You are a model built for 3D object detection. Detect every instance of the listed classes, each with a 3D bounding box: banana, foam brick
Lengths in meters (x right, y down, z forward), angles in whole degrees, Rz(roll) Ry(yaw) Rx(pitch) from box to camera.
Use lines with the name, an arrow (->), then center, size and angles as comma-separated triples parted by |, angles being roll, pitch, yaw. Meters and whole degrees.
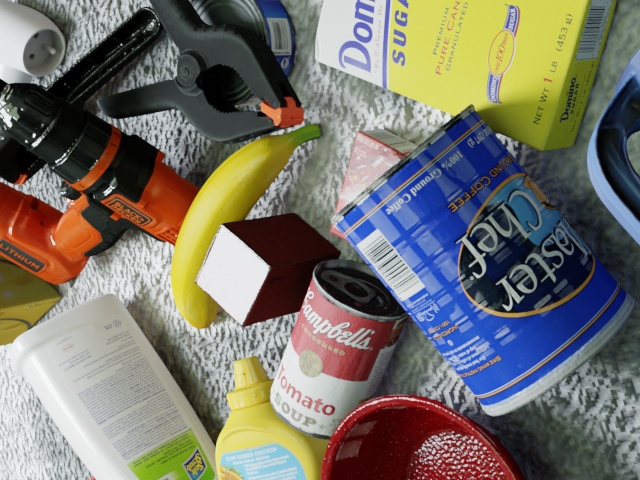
banana -> -0.068, -0.004, 0.759 | 0.198, 0.069, 0.037 | -56, 41, 32
foam brick -> -0.035, 0.018, 0.733 | 0.051, 0.078, 0.053 | 40, 118, 27

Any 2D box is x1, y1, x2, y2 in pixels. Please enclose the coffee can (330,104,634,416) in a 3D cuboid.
coffee can -> 0.089, 0.011, 0.593 | 0.140, 0.102, 0.103 | 51, 126, 1

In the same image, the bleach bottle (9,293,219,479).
bleach bottle -> -0.137, 0.166, 0.827 | 0.251, 0.102, 0.068 | 54, 155, 18

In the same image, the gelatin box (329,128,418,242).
gelatin box -> 0.054, -0.022, 0.683 | 0.089, 0.030, 0.073 | 29, 115, 32

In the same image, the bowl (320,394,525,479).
bowl -> 0.078, 0.171, 0.682 | 0.162, 0.055, 0.162 | 8, 103, 38

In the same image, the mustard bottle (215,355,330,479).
mustard bottle -> -0.028, 0.177, 0.767 | 0.096, 0.058, 0.191 | -19, 86, 38

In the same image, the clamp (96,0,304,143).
clamp -> -0.082, -0.125, 0.725 | 0.172, 0.039, 0.120 | 19, 114, 29

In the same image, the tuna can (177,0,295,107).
tuna can -> -0.059, -0.137, 0.752 | 0.086, 0.033, 0.086 | 8, 103, 38

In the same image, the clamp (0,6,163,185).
clamp -> -0.226, -0.100, 0.831 | 0.036, 0.164, 0.210 | 57, 137, 8

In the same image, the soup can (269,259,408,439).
soup can -> 0.012, 0.073, 0.711 | 0.069, 0.068, 0.102 | 36, 119, 29

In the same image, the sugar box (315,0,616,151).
sugar box -> 0.079, -0.126, 0.635 | 0.176, 0.048, 0.093 | 26, 113, 32

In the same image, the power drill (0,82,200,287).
power drill -> -0.195, -0.035, 0.808 | 0.188, 0.184, 0.057 | -19, 44, 46
